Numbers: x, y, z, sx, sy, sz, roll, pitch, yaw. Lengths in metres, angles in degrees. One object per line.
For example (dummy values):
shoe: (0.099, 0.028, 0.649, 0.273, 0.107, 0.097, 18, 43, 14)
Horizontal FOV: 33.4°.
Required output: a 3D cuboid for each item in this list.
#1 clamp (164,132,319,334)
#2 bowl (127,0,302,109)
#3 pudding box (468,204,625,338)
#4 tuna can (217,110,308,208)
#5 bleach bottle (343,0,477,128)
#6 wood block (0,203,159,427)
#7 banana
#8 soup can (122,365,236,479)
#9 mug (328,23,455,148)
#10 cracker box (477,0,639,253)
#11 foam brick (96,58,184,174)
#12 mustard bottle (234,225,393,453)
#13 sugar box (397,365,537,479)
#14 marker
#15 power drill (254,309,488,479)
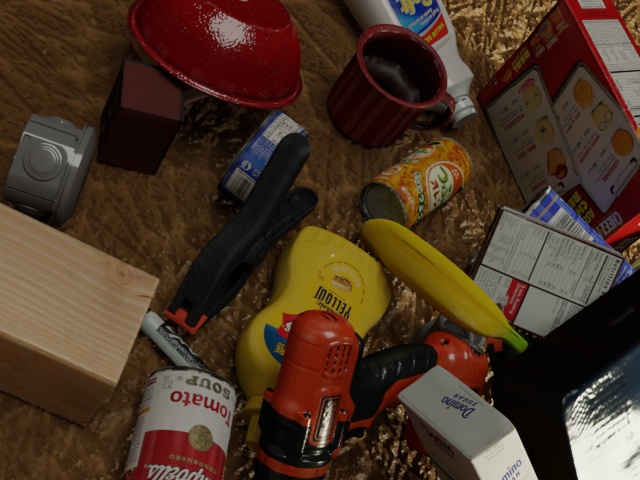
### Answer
clamp: (-0.056, 0.001, 0.845, 0.039, 0.120, 0.171, 36, 85, 21)
bowl: (-0.077, -0.180, 0.894, 0.162, 0.055, 0.162, 22, 33, -15)
pudding box: (0.184, 0.032, 0.890, 0.113, 0.039, 0.090, 23, 96, 4)
tuna can: (-0.048, -0.066, 0.890, 0.034, 0.086, 0.086, 38, 51, 0)
bleach bottle: (0.087, -0.226, 1.075, 0.102, 0.068, 0.251, -21, 75, -35)
wood block: (-0.230, 0.035, 0.731, 0.206, 0.090, 0.090, 26, 53, -12)
banana: (0.083, 0.027, 0.869, 0.037, 0.069, 0.198, -42, 49, -7)
soup can: (-0.099, 0.148, 0.746, 0.068, 0.069, 0.102, 20, 53, -16)
mug: (0.069, -0.136, 0.996, 0.117, 0.082, 0.093, 20, 54, -16)
cracker box: (0.254, -0.101, 1.020, 0.072, 0.164, 0.214, -9, 66, -30)
foam brick: (-0.146, -0.100, 0.865, 0.051, 0.078, 0.053, 11, 55, -21)
mustard bottle: (-0.014, 0.083, 0.835, 0.096, 0.058, 0.191, 36, 52, -12)
sugar box: (0.123, 0.179, 0.770, 0.048, 0.093, 0.176, -33, 124, -14)
marker: (-0.111, 0.082, 0.810, 0.121, 0.020, 0.020, 46, 51, 4)
power drill: (0.035, 0.138, 0.790, 0.187, 0.184, 0.057, 0, 21, -43)
